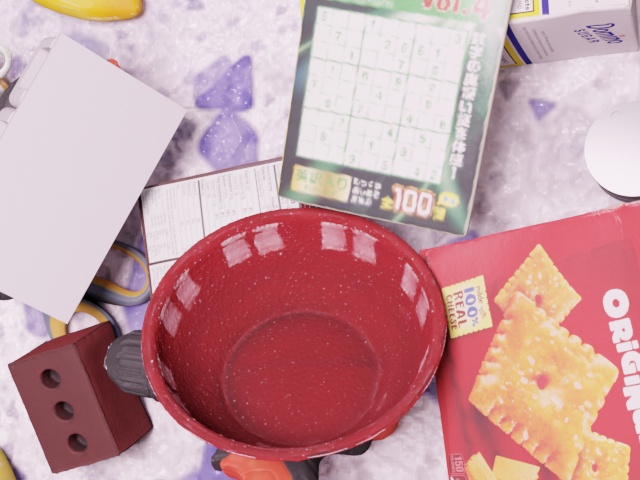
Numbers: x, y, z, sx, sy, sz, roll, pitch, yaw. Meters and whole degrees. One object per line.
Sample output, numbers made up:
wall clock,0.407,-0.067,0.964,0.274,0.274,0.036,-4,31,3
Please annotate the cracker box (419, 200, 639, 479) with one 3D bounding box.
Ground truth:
cracker box,0.154,0.067,0.526,0.214,0.071,0.164,-14,80,47

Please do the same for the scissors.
scissors,-0.203,0.030,0.729,0.202,0.016,0.096,7,88,20

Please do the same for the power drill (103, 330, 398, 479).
power drill,-0.057,0.131,0.595,0.184,0.057,0.187,6,49,13

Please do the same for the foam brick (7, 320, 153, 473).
foam brick,-0.151,0.099,0.675,0.053,0.051,0.078,-19,98,18

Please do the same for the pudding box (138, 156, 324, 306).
pudding box,-0.054,0.001,0.668,0.114,0.039,0.090,-10,82,16

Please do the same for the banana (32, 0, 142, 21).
banana,-0.201,-0.209,0.737,0.070,0.037,0.198,-42,74,13

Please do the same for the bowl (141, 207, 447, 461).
bowl,-0.013,0.059,0.580,0.162,0.055,0.162,-3,50,3
